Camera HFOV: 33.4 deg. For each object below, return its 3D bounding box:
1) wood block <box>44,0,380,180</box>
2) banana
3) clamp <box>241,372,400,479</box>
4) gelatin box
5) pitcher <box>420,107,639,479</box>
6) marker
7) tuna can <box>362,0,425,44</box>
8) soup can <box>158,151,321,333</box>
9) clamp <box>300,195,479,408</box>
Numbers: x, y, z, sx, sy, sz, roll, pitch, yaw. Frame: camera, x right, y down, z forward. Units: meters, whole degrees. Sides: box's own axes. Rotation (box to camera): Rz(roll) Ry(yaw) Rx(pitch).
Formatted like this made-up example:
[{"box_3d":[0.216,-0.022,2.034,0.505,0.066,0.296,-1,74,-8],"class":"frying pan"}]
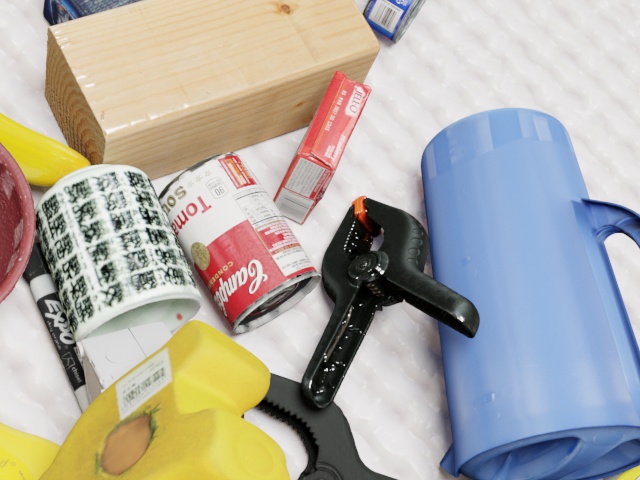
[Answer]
[{"box_3d":[-0.076,-0.117,0.740,0.205,0.090,0.091,-22,73,-24],"class":"wood block"},{"box_3d":[-0.234,-0.097,0.703,0.070,0.037,0.198,-41,82,11],"class":"banana"},{"box_3d":[0.007,0.156,0.671,0.164,0.036,0.210,-29,81,-26],"class":"clamp"},{"box_3d":[0.000,-0.062,0.737,0.030,0.089,0.073,26,62,-4],"class":"gelatin box"},{"box_3d":[0.145,0.033,0.707,0.149,0.145,0.243,-4,63,-6],"class":"pitcher"},{"box_3d":[-0.165,0.053,0.676,0.020,0.020,0.121,-21,74,-24],"class":"marker"},{"box_3d":[0.067,-0.197,0.820,0.034,0.086,0.086,32,62,1],"class":"tuna can"},{"box_3d":[-0.055,0.001,0.705,0.068,0.069,0.102,-28,76,-25],"class":"soup can"},{"box_3d":[0.030,0.035,0.702,0.120,0.039,0.171,-28,31,6],"class":"clamp"}]
